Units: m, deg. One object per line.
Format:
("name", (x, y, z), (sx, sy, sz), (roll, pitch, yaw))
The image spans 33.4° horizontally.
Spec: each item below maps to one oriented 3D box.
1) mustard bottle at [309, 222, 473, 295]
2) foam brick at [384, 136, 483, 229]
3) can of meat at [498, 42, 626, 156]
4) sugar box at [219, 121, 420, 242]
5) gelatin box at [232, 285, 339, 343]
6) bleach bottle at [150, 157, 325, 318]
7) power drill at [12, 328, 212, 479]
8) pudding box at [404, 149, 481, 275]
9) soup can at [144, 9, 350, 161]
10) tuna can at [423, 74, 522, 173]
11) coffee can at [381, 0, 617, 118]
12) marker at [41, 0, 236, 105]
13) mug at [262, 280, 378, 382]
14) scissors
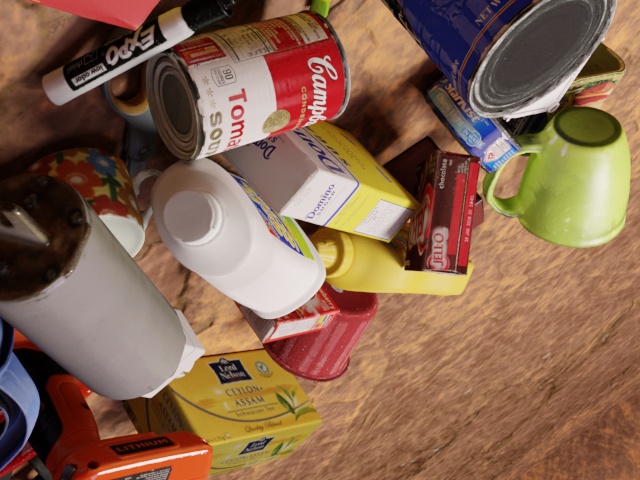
("mustard bottle", (0.049, 0.013, 0.931), (0.191, 0.096, 0.058), (5, 113, -53))
("foam brick", (0.098, -0.039, 0.924), (0.051, 0.078, 0.053), (-35, 155, -4))
("can of meat", (0.205, -0.127, 0.928), (0.101, 0.057, 0.084), (-15, 146, -36))
("sugar box", (-0.003, -0.051, 0.743), (0.048, 0.093, 0.176), (-48, 157, 12))
("gelatin box", (-0.038, 0.037, 0.873), (0.073, 0.089, 0.030), (-7, 143, -46))
("bleach bottle", (-0.055, 0.001, 0.693), (0.068, 0.102, 0.251), (-36, 174, 2))
("power drill", (-0.154, 0.106, 0.737), (0.184, 0.188, 0.057), (-7, 127, -40))
("pudding box", (0.093, -0.018, 0.827), (0.039, 0.090, 0.113), (8, 178, 0))
("soup can", (-0.043, -0.091, 0.626), (0.102, 0.068, 0.069), (-20, 151, -28))
("tuna can", (0.120, -0.094, 0.842), (0.034, 0.086, 0.086), (-40, 155, 13))
("coffee can", (0.089, -0.157, 0.627), (0.102, 0.140, 0.103), (-28, 154, -15))
("marker", (-0.099, -0.107, 0.582), (0.121, 0.020, 0.020), (-23, 159, 19))
("mug", (0.005, 0.064, 0.992), (0.082, 0.093, 0.117), (-61, 176, 35))
("scissors", (-0.099, -0.074, 0.688), (0.096, 0.016, 0.202), (-26, 154, -19))
